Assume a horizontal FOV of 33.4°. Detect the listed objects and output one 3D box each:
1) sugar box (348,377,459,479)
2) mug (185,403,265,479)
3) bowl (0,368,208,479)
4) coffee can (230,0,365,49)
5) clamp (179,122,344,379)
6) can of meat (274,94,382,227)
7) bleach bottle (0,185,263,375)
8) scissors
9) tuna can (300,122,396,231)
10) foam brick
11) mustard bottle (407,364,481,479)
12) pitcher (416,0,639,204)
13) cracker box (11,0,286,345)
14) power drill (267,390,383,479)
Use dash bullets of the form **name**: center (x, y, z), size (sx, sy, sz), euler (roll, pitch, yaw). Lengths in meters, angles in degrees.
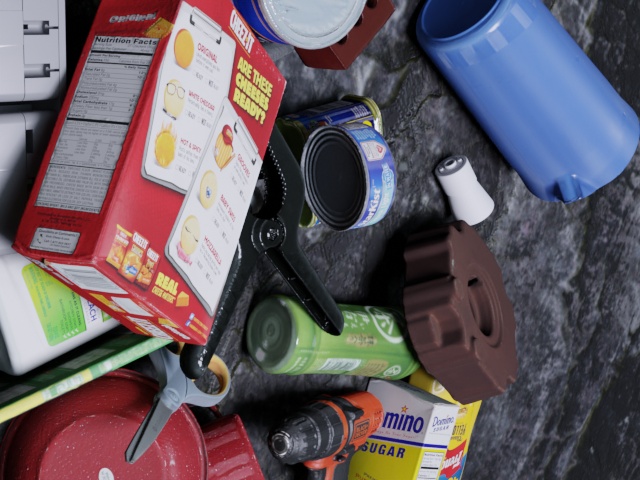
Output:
- **sugar box**: center (0.069, 0.230, 1.052), size (0.048, 0.093, 0.176), euler (10, 95, -43)
- **mug**: center (-0.096, 0.184, 0.886), size (0.081, 0.117, 0.093), euler (-22, 154, -8)
- **bowl**: center (-0.162, 0.175, 0.797), size (0.162, 0.055, 0.162), euler (1, 82, -10)
- **coffee can**: center (-0.047, -0.199, 0.789), size (0.102, 0.141, 0.103), euler (-13, 111, -39)
- **clamp**: center (-0.055, 0.001, 0.836), size (0.164, 0.036, 0.210), euler (-21, 109, -41)
- **can of meat**: center (0.007, -0.069, 0.934), size (0.083, 0.058, 0.102), euler (-20, 114, -33)
- **bleach bottle**: center (-0.147, 0.004, 0.815), size (0.250, 0.068, 0.102), euler (-29, 117, -36)
- **scissors**: center (-0.125, 0.104, 0.810), size (0.016, 0.096, 0.201), euler (-41, 171, 16)
- **tuna can**: center (0.022, -0.052, 0.858), size (0.033, 0.086, 0.086), euler (-12, 110, -36)
- **foam brick**: center (0.014, -0.190, 0.907), size (0.078, 0.051, 0.053), euler (-52, 130, -17)
- **mustard bottle**: center (0.115, 0.222, 1.114), size (0.096, 0.058, 0.192), euler (8, 97, -48)
- **pitcher**: center (0.200, -0.162, 1.042), size (0.145, 0.149, 0.242), euler (-49, 128, -1)
- **cracker box**: center (-0.107, -0.057, 0.715), size (0.164, 0.072, 0.213), euler (50, 51, -61)
- **power drill**: center (-0.008, 0.235, 0.979), size (0.184, 0.057, 0.188), euler (-1, 107, -62)
